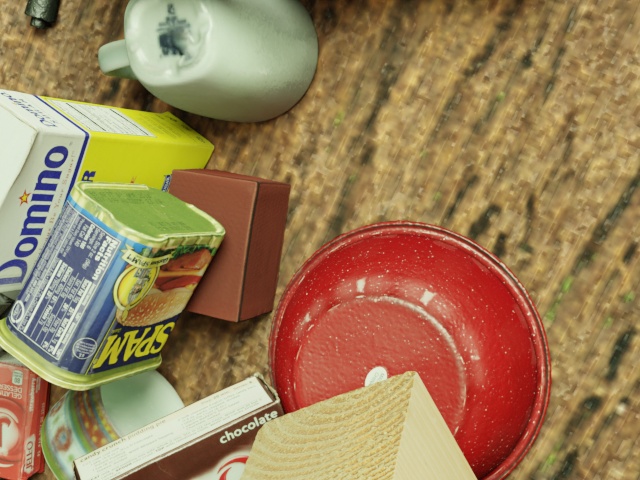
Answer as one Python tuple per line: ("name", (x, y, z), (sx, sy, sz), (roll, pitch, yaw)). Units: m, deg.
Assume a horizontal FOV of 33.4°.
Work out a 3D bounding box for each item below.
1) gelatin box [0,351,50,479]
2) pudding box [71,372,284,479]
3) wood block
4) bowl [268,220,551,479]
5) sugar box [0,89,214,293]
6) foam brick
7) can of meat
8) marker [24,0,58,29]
("gelatin box", (-0.215, 0.106, 0.671), (0.089, 0.030, 0.073), (10, 98, 19))
("pudding box", (-0.064, 0.135, 0.573), (0.113, 0.039, 0.090), (-26, 122, -14))
("wood block", (0.048, 0.180, 0.517), (0.090, 0.090, 0.206), (-23, 109, 20))
("bowl", (0.038, 0.071, 0.567), (0.162, 0.055, 0.162), (2, 95, 19))
("sugar box", (-0.128, -0.024, 0.552), (0.048, 0.176, 0.093), (34, 104, 14))
("foam brick", (-0.054, 0.001, 0.595), (0.053, 0.051, 0.078), (12, 98, 19))
("can of meat", (-0.101, 0.019, 0.532), (0.057, 0.102, 0.084), (33, 103, 16))
("marker", (-0.153, -0.185, 0.630), (0.020, 0.020, 0.121), (21, 101, 16))
